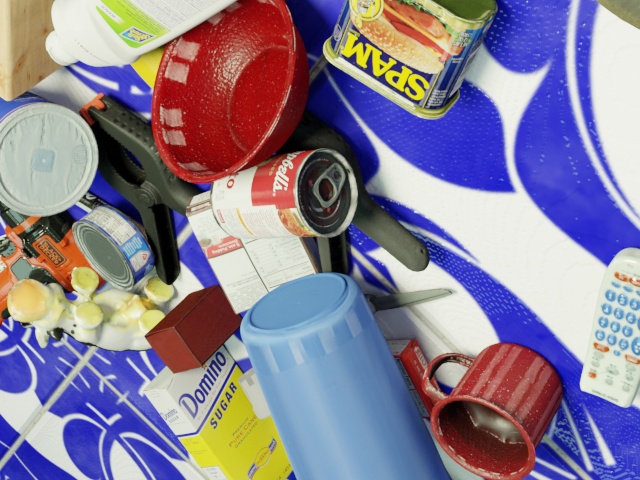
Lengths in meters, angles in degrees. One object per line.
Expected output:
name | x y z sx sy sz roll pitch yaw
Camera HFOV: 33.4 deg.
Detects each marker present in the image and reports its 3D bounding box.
marker | -0.249 -0.045 1.105 0.121 0.020 0.020 31 138 15

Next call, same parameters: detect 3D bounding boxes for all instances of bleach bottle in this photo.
bleach bottle | -0.130 -0.199 0.804 0.251 0.068 0.102 -21 132 38

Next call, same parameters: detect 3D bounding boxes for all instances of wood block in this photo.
wood block | -0.266 -0.235 0.903 0.091 0.090 0.206 31 139 14

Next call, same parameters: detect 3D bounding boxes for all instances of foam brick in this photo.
foam brick | -0.126 0.090 1.077 0.053 0.078 0.051 -18 110 46

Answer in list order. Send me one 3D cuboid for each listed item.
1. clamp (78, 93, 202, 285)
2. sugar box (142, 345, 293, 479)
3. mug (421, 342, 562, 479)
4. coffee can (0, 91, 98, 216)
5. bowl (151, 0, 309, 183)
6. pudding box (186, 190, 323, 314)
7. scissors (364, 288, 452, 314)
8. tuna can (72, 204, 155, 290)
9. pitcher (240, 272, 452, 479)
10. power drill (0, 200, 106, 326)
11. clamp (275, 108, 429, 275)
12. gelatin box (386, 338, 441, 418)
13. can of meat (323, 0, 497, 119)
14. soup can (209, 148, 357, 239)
clamp | -0.146 -0.048 1.006 0.165 0.036 0.210 -9 121 42
sugar box | -0.101 0.196 1.136 0.048 0.093 0.176 -16 114 45
mug | 0.141 0.134 0.896 0.117 0.081 0.093 28 137 17
coffee can | -0.283 -0.089 0.998 0.141 0.102 0.103 26 141 51
bowl | -0.060 -0.117 0.827 0.162 0.055 0.162 -13 70 41
pudding box | -0.056 0.001 0.948 0.090 0.039 0.113 -19 116 13
scissors | 0.025 0.047 0.965 0.096 0.016 0.202 48 139 -6
tuna can | -0.205 0.007 1.062 0.086 0.033 0.086 33 148 24
pitcher | 0.018 0.151 0.938 0.149 0.144 0.243 -9 115 29
power drill | -0.349 0.018 1.155 0.188 0.057 0.184 -32 109 22
clamp | 0.020 -0.035 0.882 0.120 0.039 0.171 -6 120 41
gelatin box | 0.064 0.129 0.994 0.089 0.030 0.073 -9 117 42
can of meat | 0.062 -0.148 0.738 0.102 0.057 0.084 34 136 10
soup can | -0.030 -0.035 0.845 0.102 0.068 0.068 -2 123 44
